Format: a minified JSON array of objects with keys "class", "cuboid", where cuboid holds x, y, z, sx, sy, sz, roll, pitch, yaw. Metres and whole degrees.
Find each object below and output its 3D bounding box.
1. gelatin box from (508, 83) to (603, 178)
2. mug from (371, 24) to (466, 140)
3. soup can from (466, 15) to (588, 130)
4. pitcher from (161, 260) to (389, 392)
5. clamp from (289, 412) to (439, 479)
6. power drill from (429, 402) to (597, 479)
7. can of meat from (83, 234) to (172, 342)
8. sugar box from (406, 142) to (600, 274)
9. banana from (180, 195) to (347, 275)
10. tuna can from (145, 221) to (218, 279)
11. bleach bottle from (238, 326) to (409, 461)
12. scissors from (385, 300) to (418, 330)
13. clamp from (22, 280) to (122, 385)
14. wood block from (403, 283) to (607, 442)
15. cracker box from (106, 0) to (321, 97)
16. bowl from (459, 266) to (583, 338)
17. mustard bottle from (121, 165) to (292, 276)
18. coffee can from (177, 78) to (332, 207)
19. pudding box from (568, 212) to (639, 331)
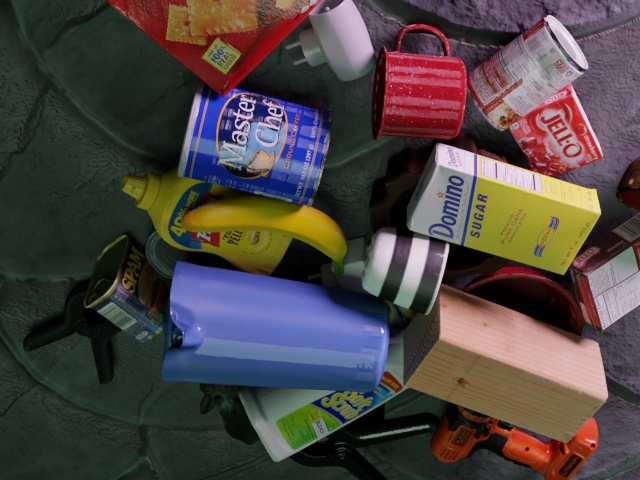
[{"class":"gelatin box","cuboid":[0.242,-0.111,1.108,0.073,0.030,0.089,-22,124,20]},{"class":"mug","cuboid":[0.098,-0.155,1.058,0.081,0.093,0.117,4,92,-4]},{"class":"soup can","cuboid":[0.200,-0.164,1.045,0.102,0.068,0.068,-36,118,27]},{"class":"pitcher","cuboid":[-0.052,0.099,1.182,0.242,0.149,0.145,7,141,-4]},{"class":"clamp","cuboid":[0.029,0.264,1.348,0.210,0.036,0.165,8,129,-9]},{"class":"power drill","cuboid":[0.254,0.236,1.365,0.187,0.057,0.185,19,131,-7]},{"class":"can of meat","cuboid":[-0.217,0.057,1.233,0.058,0.102,0.083,-33,121,27]},{"class":"sugar box","cuboid":[0.185,-0.031,1.093,0.176,0.048,0.093,14,130,-7]},{"class":"banana","cuboid":[-0.046,-0.013,1.134,0.197,0.037,0.070,18,110,-21]},{"class":"tuna can","cuboid":[-0.158,0.005,1.229,0.086,0.033,0.086,2,128,3]},{"class":"bleach bottle","cuboid":[0.036,0.164,1.260,0.250,0.068,0.102,-27,133,-4]},{"class":"scissors","cuboid":[0.106,0.116,1.307,0.096,0.016,0.202,-7,127,12]},{"class":"clamp","cuboid":[-0.295,0.102,1.314,0.120,0.039,0.172,16,123,-14]},{"class":"wood block","cuboid":[0.205,0.139,1.199,0.206,0.090,0.091,21,128,-11]},{"class":"cracker box","cuboid":[-0.114,-0.261,0.992,0.213,0.072,0.164,38,121,-22]},{"class":"bowl","cuboid":[0.222,0.084,1.247,0.162,0.055,0.162,2,128,3]},{"class":"mustard bottle","cuboid":[-0.124,-0.032,1.161,0.191,0.058,0.096,20,111,-22]},{"class":"coffee can","cuboid":[-0.067,-0.099,1.095,0.140,0.102,0.103,13,128,-6]},{"class":"pudding box","cuboid":[0.334,0.034,1.179,0.113,0.039,0.090,-31,126,-9]}]
